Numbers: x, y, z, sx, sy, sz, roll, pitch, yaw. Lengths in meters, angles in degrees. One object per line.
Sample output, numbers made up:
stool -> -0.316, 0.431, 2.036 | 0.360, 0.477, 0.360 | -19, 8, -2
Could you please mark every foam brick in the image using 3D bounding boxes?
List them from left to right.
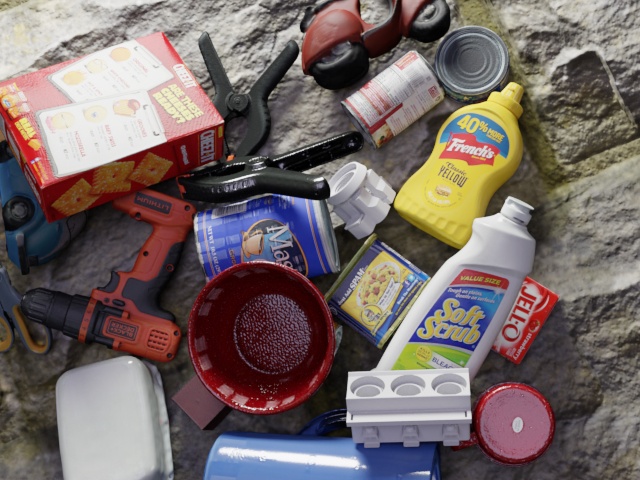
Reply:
foam brick -> -0.117, 0.167, 1.189 | 0.078, 0.053, 0.051 | -45, 77, -2

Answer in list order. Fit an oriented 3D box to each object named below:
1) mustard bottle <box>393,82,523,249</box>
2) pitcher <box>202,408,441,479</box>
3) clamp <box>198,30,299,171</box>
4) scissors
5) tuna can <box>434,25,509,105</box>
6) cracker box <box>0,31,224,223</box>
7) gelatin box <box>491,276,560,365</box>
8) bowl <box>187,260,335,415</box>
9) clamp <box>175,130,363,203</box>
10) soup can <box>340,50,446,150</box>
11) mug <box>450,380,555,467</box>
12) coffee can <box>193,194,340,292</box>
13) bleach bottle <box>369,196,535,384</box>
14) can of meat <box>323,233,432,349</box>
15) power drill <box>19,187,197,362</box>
mustard bottle -> 0.169, -0.092, 1.188 | 0.096, 0.058, 0.191 | 30, 85, 25
pitcher -> 0.007, 0.258, 1.125 | 0.243, 0.149, 0.145 | 4, 96, 12
clamp -> -0.084, -0.164, 1.250 | 0.120, 0.039, 0.171 | -2, 86, 13
scissors -> -0.379, 0.051, 1.220 | 0.096, 0.016, 0.201 | -22, 109, 19
tuna can -> 0.173, -0.201, 1.219 | 0.086, 0.033, 0.086 | -1, 80, 8
cracker box -> -0.238, -0.130, 1.195 | 0.213, 0.072, 0.164 | -23, 59, -21
gelatin box -> 0.208, 0.080, 1.166 | 0.073, 0.030, 0.089 | 32, 86, 13
bowl -> -0.057, 0.102, 1.134 | 0.162, 0.055, 0.162 | 0, 91, 13
clamp -> -0.057, -0.076, 1.181 | 0.210, 0.164, 0.036 | -5, 112, 26
soup can -> 0.083, -0.160, 1.208 | 0.102, 0.068, 0.068 | -37, 77, 0
mug -> 0.191, 0.196, 1.122 | 0.117, 0.081, 0.093 | -18, 78, 5
coffee can -> -0.058, 0.001, 1.183 | 0.140, 0.102, 0.103 | -14, 78, 6
bleach bottle -> 0.146, 0.067, 1.124 | 0.102, 0.068, 0.251 | 28, 102, 8
can of meat -> 0.063, 0.058, 1.179 | 0.084, 0.057, 0.102 | 37, 88, 10
power drill -> -0.228, 0.030, 1.212 | 0.184, 0.057, 0.187 | 18, 84, -7
